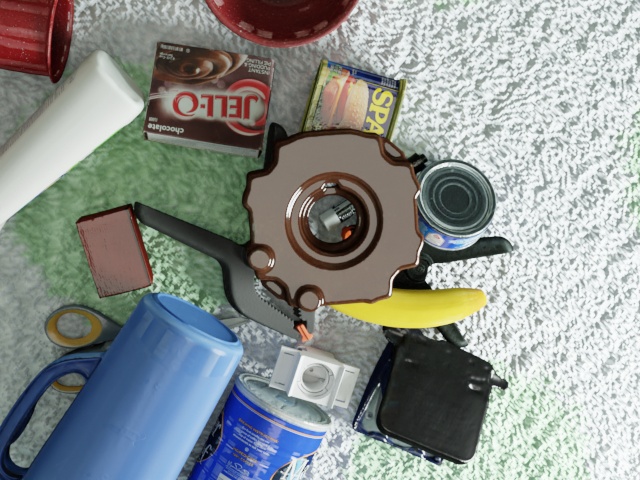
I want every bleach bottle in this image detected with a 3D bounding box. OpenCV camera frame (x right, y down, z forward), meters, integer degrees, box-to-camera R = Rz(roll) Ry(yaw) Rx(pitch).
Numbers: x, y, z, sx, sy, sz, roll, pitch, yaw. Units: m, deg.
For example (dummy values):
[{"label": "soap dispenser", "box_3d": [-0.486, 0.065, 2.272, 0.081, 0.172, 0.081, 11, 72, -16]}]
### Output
[{"label": "bleach bottle", "box_3d": [-0.274, -0.066, 0.982, 0.251, 0.102, 0.068, -41, 107, 7]}]

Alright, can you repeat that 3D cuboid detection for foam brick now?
[{"label": "foam brick", "box_3d": [-0.195, 0.009, 1.016, 0.051, 0.053, 0.078, -16, 99, -4]}]

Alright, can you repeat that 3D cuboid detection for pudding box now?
[{"label": "pudding box", "box_3d": [-0.104, -0.131, 0.997, 0.113, 0.039, 0.090, 8, 77, -3]}]

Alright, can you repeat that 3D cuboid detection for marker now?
[{"label": "marker", "box_3d": [0.054, -0.049, 1.053, 0.121, 0.020, 0.020, -33, 101, -1]}]

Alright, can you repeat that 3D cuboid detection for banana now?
[{"label": "banana", "box_3d": [0.059, 0.049, 1.027, 0.197, 0.037, 0.070, 20, 112, -5]}]

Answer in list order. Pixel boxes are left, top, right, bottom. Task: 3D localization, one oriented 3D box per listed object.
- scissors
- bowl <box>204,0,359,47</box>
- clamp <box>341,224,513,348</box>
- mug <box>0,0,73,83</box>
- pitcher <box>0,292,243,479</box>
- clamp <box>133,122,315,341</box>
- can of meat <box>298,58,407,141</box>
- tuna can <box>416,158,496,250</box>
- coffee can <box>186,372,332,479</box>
[{"label": "scissors", "box_3d": [-0.181, 0.083, 1.047, 0.201, 0.016, 0.096, -26, 101, -2]}, {"label": "bowl", "box_3d": [-0.035, -0.261, 0.986, 0.162, 0.055, 0.162, 0, 104, 0]}, {"label": "clamp", "box_3d": [0.097, 0.036, 1.062, 0.171, 0.039, 0.120, 15, 92, -5]}, {"label": "mug", "box_3d": [-0.271, -0.201, 0.949, 0.081, 0.093, 0.117, 9, 140, -3]}, {"label": "pitcher", "box_3d": [-0.185, 0.169, 0.997, 0.149, 0.145, 0.243, 25, 98, -48]}, {"label": "clamp", "box_3d": [-0.057, 0.001, 1.039, 0.164, 0.036, 0.210, -38, 104, -7]}, {"label": "can of meat", "box_3d": [0.028, -0.116, 1.022, 0.084, 0.057, 0.102, 15, 97, -7]}, {"label": "tuna can", "box_3d": [0.127, -0.036, 1.037, 0.086, 0.034, 0.086, 4, 68, -11]}, {"label": "coffee can", "box_3d": [-0.065, 0.215, 1.037, 0.102, 0.103, 0.140, 26, 95, -10]}]
